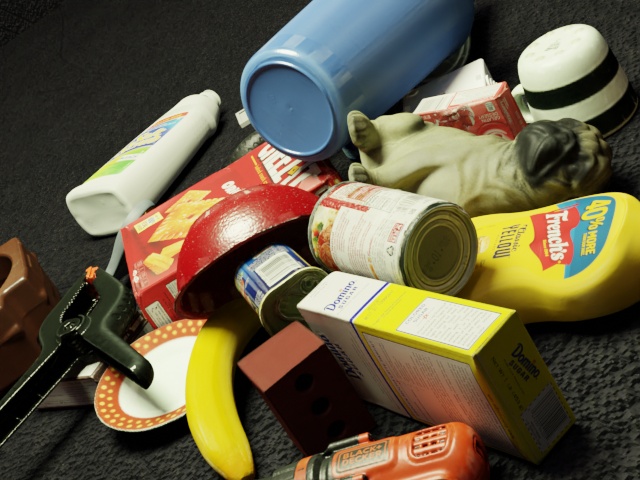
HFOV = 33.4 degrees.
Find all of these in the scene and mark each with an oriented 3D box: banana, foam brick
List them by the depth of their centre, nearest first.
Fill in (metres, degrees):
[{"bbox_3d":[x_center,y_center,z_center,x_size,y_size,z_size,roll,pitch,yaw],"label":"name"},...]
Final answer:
[{"bbox_3d":[-0.009,0.103,0.721,0.053,0.078,0.051,-37,25,-10],"label":"foam brick"},{"bbox_3d":[-0.070,0.104,0.811,0.070,0.037,0.197,-7,38,14],"label":"banana"}]

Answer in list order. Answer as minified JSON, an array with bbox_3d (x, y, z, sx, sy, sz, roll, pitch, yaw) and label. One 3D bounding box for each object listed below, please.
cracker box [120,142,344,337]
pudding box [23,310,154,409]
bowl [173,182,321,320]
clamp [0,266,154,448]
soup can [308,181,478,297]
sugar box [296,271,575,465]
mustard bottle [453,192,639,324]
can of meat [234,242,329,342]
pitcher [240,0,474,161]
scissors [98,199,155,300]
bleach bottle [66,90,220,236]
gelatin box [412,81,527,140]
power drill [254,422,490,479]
[{"bbox_3d":[-0.079,-0.013,1.005,0.213,0.072,0.164,-32,26,0],"label":"cracker box"},{"bbox_3d":[-0.212,0.110,0.981,0.114,0.039,0.090,-12,34,39],"label":"pudding box"},{"bbox_3d":[-0.056,0.001,0.867,0.162,0.055,0.162,-26,-18,-9],"label":"bowl"},{"bbox_3d":[-0.216,0.093,0.923,0.164,0.036,0.210,-26,28,6],"label":"clamp"},{"bbox_3d":[0.048,-0.001,0.722,0.068,0.068,0.102,-44,32,-21],"label":"soup can"},{"bbox_3d":[0.067,0.074,0.670,0.048,0.093,0.176,-42,28,-20],"label":"sugar box"},{"bbox_3d":[0.164,0.012,0.709,0.192,0.058,0.096,-12,35,36],"label":"mustard bottle"},{"bbox_3d":[-0.013,0.056,0.783,0.057,0.102,0.084,-36,24,-6],"label":"can of meat"},{"bbox_3d":[0.031,-0.167,0.980,0.145,0.149,0.242,1,34,36],"label":"pitcher"},{"bbox_3d":[-0.218,0.034,1.082,0.016,0.096,0.201,27,51,13],"label":"scissors"},{"bbox_3d":[-0.201,-0.108,1.318,0.103,0.068,0.250,-10,32,37],"label":"bleach bottle"},{"bbox_3d":[0.131,-0.090,0.905,0.089,0.073,0.030,-6,35,42],"label":"gelatin box"},{"bbox_3d":[0.004,0.187,0.586,0.185,0.057,0.187,-22,28,21],"label":"power drill"}]
